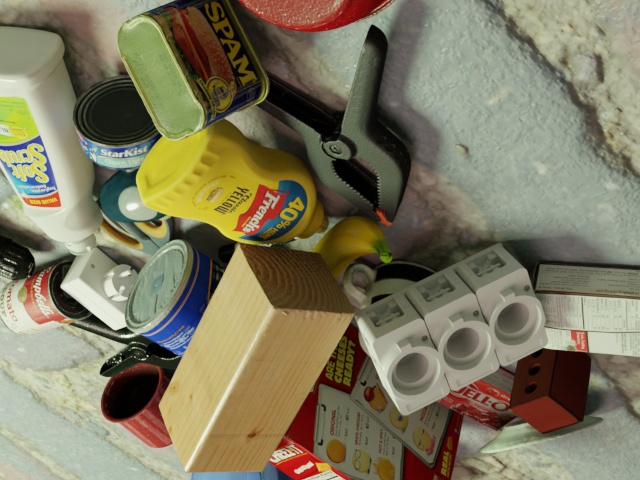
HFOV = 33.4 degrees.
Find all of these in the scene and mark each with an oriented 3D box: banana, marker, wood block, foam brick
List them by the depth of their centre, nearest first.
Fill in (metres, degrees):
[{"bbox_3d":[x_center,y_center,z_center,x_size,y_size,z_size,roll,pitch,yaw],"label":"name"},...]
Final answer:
[{"bbox_3d":[-0.063,0.113,0.990,0.090,0.090,0.206,8,124,-34],"label":"wood block"},{"bbox_3d":[0.009,0.027,1.012,0.037,0.069,0.198,23,144,-17],"label":"banana"},{"bbox_3d":[0.226,0.140,1.045,0.051,0.078,0.053,38,137,-21],"label":"foam brick"},{"bbox_3d":[-0.057,0.001,1.050,0.121,0.020,0.020,-18,128,39],"label":"marker"}]

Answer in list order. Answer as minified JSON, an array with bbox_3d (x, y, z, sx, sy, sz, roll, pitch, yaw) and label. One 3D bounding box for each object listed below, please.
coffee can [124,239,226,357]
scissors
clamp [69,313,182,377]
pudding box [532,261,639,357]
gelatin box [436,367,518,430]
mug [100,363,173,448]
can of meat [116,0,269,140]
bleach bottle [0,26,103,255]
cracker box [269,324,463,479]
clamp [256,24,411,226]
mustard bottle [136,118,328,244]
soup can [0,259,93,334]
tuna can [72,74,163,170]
[{"bbox_3d":[-0.112,0.077,1.085,0.140,0.102,0.103,34,141,-29],"label":"coffee can"},{"bbox_3d":[-0.147,0.014,1.110,0.201,0.016,0.096,37,140,-21],"label":"scissors"},{"bbox_3d":[-0.215,0.113,1.244,0.172,0.039,0.120,-10,138,25],"label":"clamp"},{"bbox_3d":[0.253,0.064,0.972,0.114,0.039,0.090,2,139,19],"label":"pudding box"},{"bbox_3d":[0.171,0.161,1.134,0.089,0.030,0.073,27,142,-9],"label":"gelatin box"},{"bbox_3d":[-0.215,0.198,1.318,0.117,0.093,0.081,26,161,48],"label":"mug"},{"bbox_3d":[-0.099,-0.136,0.820,0.058,0.083,0.102,-18,103,40],"label":"can of meat"},{"bbox_3d":[-0.253,-0.079,0.997,0.103,0.068,0.251,10,140,20],"label":"bleach bottle"},{"bbox_3d":[0.045,0.199,1.129,0.213,0.164,0.072,36,138,-20],"label":"cracker box"},{"bbox_3d":[0.024,-0.092,0.881,0.165,0.036,0.209,-6,136,41],"label":"clamp"},{"bbox_3d":[-0.061,-0.042,0.937,0.096,0.058,0.191,-42,140,23],"label":"mustard bottle"},{"bbox_3d":[-0.308,0.066,1.203,0.102,0.068,0.068,-17,129,38],"label":"soup can"},{"bbox_3d":[-0.168,-0.102,0.921,0.086,0.086,0.034,12,143,11],"label":"tuna can"}]
